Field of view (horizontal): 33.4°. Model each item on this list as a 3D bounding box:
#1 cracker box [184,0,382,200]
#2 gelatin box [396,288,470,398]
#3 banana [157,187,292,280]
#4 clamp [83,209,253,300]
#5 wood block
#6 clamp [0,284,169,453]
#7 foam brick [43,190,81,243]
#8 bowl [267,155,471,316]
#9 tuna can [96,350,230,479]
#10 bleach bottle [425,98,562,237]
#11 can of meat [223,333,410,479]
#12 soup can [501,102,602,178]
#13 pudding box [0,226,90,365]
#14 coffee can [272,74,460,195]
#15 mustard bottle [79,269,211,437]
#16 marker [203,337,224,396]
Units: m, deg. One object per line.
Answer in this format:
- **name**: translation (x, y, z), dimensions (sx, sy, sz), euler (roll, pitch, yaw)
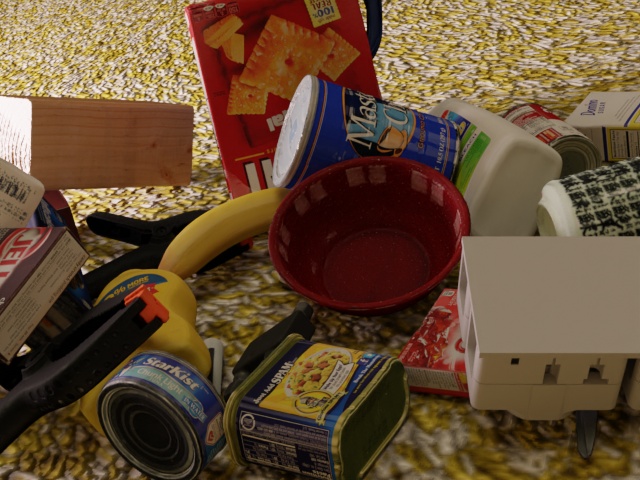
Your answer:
- **cracker box**: translation (-0.028, -0.138, 1.029), dimensions (0.164, 0.214, 0.072), euler (-14, 5, -4)
- **gelatin box**: translation (0.105, 0.070, 0.749), dimensions (0.073, 0.030, 0.089), euler (2, 36, 37)
- **banana**: translation (-0.061, -0.012, 0.953), dimensions (0.197, 0.037, 0.070), euler (-15, 47, -21)
- **clamp**: translation (-0.151, 0.011, 0.990), dimensions (0.171, 0.039, 0.120), euler (-4, 44, 12)
- **wood block**: translation (-0.241, -0.104, 1.122), dimensions (0.091, 0.090, 0.205), euler (12, 12, 42)
- **clamp**: translation (-0.191, 0.092, 0.758), dimensions (0.210, 0.036, 0.164), euler (-36, 19, 14)
- **foam brick**: translation (-0.280, -0.017, 1.085), dimensions (0.053, 0.051, 0.078), euler (-19, 27, -17)
- **bowl**: translation (0.042, 0.007, 0.861), dimensions (0.162, 0.055, 0.162), euler (-7, 49, 7)
- **tuna can**: translation (-0.103, 0.116, 0.696), dimensions (0.086, 0.086, 0.033), euler (5, 31, 31)
- **bleach bottle**: translation (0.135, -0.073, 0.996), dimensions (0.068, 0.102, 0.251), euler (21, 11, -18)
- **can of meat**: translation (0.000, 0.110, 0.699), dimensions (0.084, 0.057, 0.101), euler (7, 30, 30)
- **soup can**: translation (0.210, -0.082, 0.994), dimensions (0.068, 0.068, 0.102), euler (-15, 26, -7)
- **pudding box**: translation (-0.243, 0.040, 0.821), dimensions (0.090, 0.039, 0.113), euler (-1, 48, 41)
- **coffee can**: translation (0.039, -0.078, 0.952), dimensions (0.140, 0.103, 0.103), euler (16, 22, -13)
- **mustard bottle**: translation (-0.141, 0.071, 0.832), dimensions (0.096, 0.058, 0.192), euler (-35, 25, 3)
- **marker**: translation (-0.081, 0.109, 0.777), dimensions (0.020, 0.020, 0.121), euler (-11, 25, 1)
